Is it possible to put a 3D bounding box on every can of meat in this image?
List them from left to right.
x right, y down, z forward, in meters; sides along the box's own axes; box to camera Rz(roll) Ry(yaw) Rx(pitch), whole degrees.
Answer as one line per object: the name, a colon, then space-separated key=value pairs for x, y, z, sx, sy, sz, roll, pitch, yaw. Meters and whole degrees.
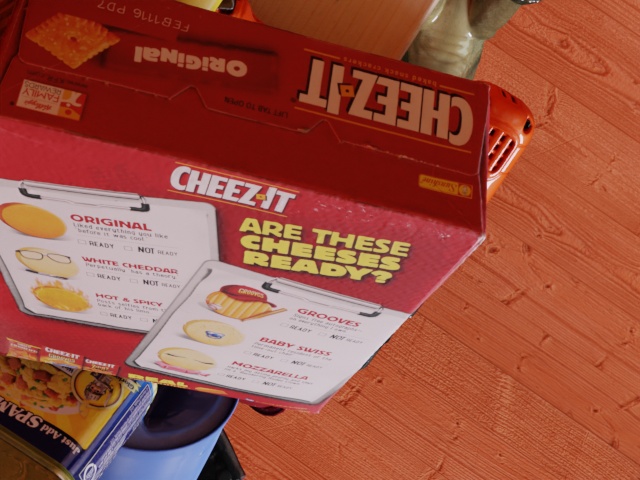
can of meat: x=-0.143 y=0.081 z=0.524 sx=0.058 sy=0.102 sz=0.083 roll=-58 pitch=179 yaw=42

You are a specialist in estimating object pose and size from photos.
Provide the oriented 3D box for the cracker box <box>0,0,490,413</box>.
cracker box: x=-0.047 y=-0.003 z=0.434 sx=0.214 sy=0.164 sz=0.072 roll=121 pitch=-21 yaw=-60

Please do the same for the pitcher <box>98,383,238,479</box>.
pitcher: x=-0.157 y=0.161 z=0.799 sx=0.243 sy=0.149 sz=0.145 roll=113 pitch=-17 yaw=-45
